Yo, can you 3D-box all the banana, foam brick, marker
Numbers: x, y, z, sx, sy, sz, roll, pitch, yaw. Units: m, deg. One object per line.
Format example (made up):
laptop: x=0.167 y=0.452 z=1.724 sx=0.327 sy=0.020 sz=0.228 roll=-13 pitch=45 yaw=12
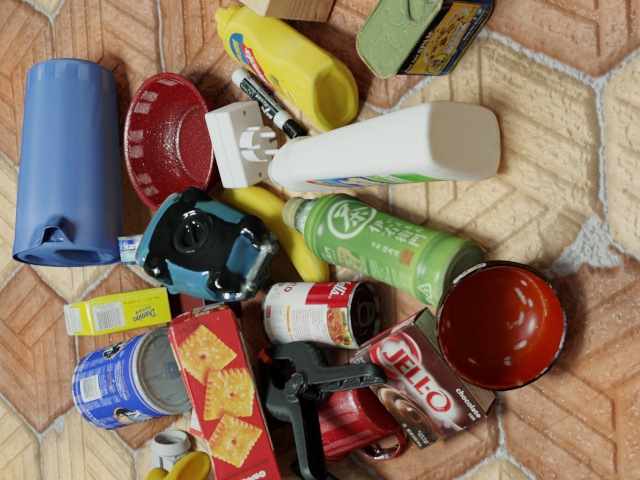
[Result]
banana: x=-0.047 y=-0.010 z=1.137 sx=0.198 sy=0.037 sz=0.070 roll=49 pitch=125 yaw=28
foam brick: x=-0.138 y=0.069 z=1.223 sx=0.078 sy=0.052 sz=0.051 roll=-9 pitch=89 yaw=44
marker: x=-0.054 y=-0.143 z=1.139 sx=0.121 sy=0.020 sz=0.020 roll=47 pitch=124 yaw=29

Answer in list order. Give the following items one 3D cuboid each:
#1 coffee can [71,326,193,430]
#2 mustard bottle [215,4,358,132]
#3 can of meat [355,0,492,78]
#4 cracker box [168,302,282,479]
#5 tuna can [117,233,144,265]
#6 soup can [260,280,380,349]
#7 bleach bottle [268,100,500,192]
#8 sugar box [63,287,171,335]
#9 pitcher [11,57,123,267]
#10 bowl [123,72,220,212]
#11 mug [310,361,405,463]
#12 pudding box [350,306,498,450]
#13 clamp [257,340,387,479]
coffee can: x=-0.217 y=0.167 z=1.277 sx=0.141 sy=0.102 sz=0.103 roll=-21 pitch=81 yaw=43
mustard bottle: x=-0.045 y=-0.188 z=1.078 sx=0.058 sy=0.096 sz=0.192 roll=-44 pitch=56 yaw=-7
can of meat: x=0.094 y=-0.193 z=0.946 sx=0.057 sy=0.083 sz=0.102 roll=54 pitch=128 yaw=25
cracker box: x=-0.096 y=0.175 z=1.095 sx=0.164 sy=0.072 sz=0.214 roll=178 pitch=76 yaw=-83
tuna can: x=-0.192 y=0.007 z=1.244 sx=0.086 sy=0.085 sz=0.034 roll=-4 pitch=94 yaw=44
soup can: x=0.000 y=0.075 z=1.065 sx=0.102 sy=0.068 sz=0.068 roll=-2 pitch=94 yaw=29
bleach bottle: x=0.043 y=-0.079 z=1.013 sx=0.251 sy=0.102 sz=0.068 roll=-6 pitch=83 yaw=50
sugar box: x=-0.242 y=0.086 z=1.256 sx=0.176 sy=0.093 sz=0.048 roll=161 pitch=100 yaw=-68
pitcher: x=-0.303 y=-0.088 z=1.304 sx=0.149 sy=0.144 sz=0.243 roll=-14 pitch=73 yaw=46
bowl: x=-0.155 y=-0.110 z=1.215 sx=0.162 sy=0.055 sz=0.162 roll=7 pitch=100 yaw=43
mug: x=0.038 y=0.172 z=1.052 sx=0.082 sy=0.093 sz=0.117 roll=-29 pitch=106 yaw=37
pudding box: x=0.096 y=0.129 z=0.992 sx=0.113 sy=0.039 sz=0.090 roll=50 pitch=131 yaw=-3
clamp: x=-0.015 y=0.152 z=1.003 sx=0.172 sy=0.039 sz=0.120 roll=16 pitch=71 yaw=57
